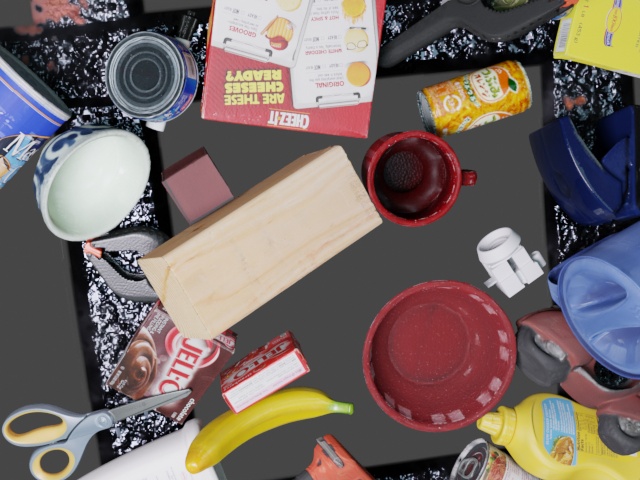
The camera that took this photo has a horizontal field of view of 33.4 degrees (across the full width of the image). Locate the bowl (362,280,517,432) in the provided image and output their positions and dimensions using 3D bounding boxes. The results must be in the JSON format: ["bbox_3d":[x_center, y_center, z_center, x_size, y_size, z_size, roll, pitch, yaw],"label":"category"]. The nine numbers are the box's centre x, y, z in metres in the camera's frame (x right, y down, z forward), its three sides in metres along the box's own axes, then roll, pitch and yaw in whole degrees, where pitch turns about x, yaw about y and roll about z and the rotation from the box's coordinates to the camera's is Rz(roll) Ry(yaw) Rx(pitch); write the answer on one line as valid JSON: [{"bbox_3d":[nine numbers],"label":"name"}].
[{"bbox_3d":[0.119,0.115,1.115,0.162,0.055,0.162,-1,100,-7],"label":"bowl"}]

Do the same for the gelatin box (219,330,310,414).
[{"bbox_3d":[-0.058,0.133,1.086,0.089,0.073,0.030,-32,102,-1],"label":"gelatin box"}]

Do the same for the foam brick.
[{"bbox_3d":[-0.121,-0.054,1.045,0.051,0.078,0.053,-32,104,-2],"label":"foam brick"}]

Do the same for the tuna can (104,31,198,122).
[{"bbox_3d":[-0.163,-0.157,1.027,0.086,0.033,0.086,1,92,16],"label":"tuna can"}]

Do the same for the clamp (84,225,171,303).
[{"bbox_3d":[-0.157,0.044,1.078,0.171,0.039,0.120,14,99,-6],"label":"clamp"}]

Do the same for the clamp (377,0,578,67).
[{"bbox_3d":[0.140,-0.230,1.016,0.210,0.036,0.165,21,106,32],"label":"clamp"}]

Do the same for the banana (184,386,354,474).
[{"bbox_3d":[-0.063,0.184,1.080,0.197,0.070,0.037,-17,103,-33],"label":"banana"}]

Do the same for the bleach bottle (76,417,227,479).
[{"bbox_3d":[-0.224,0.275,1.097,0.251,0.068,0.102,-21,102,-1],"label":"bleach bottle"}]

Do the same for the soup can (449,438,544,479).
[{"bbox_3d":[0.199,0.266,1.145,0.102,0.068,0.068,32,94,-12],"label":"soup can"}]

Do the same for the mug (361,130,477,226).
[{"bbox_3d":[0.098,-0.066,1.068,0.117,0.081,0.093,-2,100,-7],"label":"mug"}]

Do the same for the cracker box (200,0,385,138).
[{"bbox_3d":[-0.024,-0.216,1.032,0.164,0.072,0.214,6,100,-8],"label":"cracker box"}]

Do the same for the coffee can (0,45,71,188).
[{"bbox_3d":[-0.319,-0.102,0.998,0.102,0.103,0.140,44,92,-12],"label":"coffee can"}]

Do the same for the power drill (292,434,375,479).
[{"bbox_3d":[-0.018,0.306,1.112,0.187,0.057,0.184,-42,131,-6],"label":"power drill"}]

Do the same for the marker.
[{"bbox_3d":[-0.145,-0.167,1.051,0.020,0.020,0.121,17,97,-10],"label":"marker"}]

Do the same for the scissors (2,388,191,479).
[{"bbox_3d":[-0.224,0.200,1.087,0.202,0.016,0.096,-4,108,6],"label":"scissors"}]

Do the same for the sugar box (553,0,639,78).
[{"bbox_3d":[0.334,-0.213,1.091,0.176,0.048,0.093,11,98,-8],"label":"sugar box"}]

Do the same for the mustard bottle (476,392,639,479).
[{"bbox_3d":[0.258,0.212,1.133,0.191,0.096,0.058,14,141,-9],"label":"mustard bottle"}]

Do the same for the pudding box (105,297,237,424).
[{"bbox_3d":[-0.149,0.119,1.073,0.090,0.039,0.114,31,118,-11],"label":"pudding box"}]

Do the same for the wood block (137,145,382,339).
[{"bbox_3d":[-0.057,0.001,1.020,0.205,0.091,0.090,-34,101,-22],"label":"wood block"}]
